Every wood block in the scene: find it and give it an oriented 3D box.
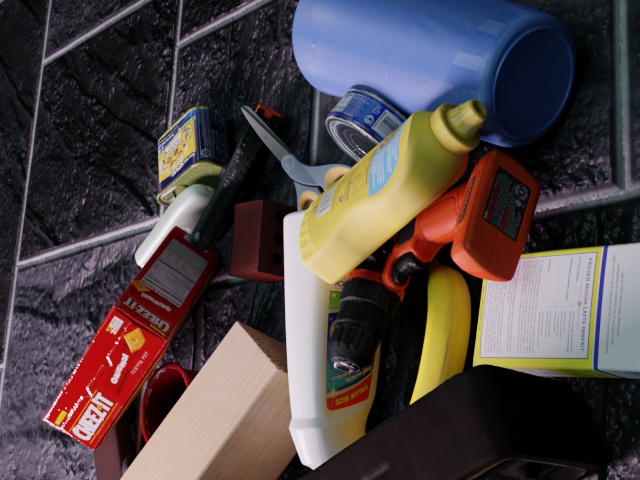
[{"bbox_3d":[-0.091,0.194,1.015,0.206,0.090,0.091,-54,41,5],"label":"wood block"}]

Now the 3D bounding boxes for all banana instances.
[{"bbox_3d":[0.097,0.106,0.896,0.070,0.037,0.198,147,134,-76],"label":"banana"}]

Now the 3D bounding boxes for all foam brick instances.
[{"bbox_3d":[-0.057,0.001,1.103,0.051,0.052,0.078,-12,71,49],"label":"foam brick"}]

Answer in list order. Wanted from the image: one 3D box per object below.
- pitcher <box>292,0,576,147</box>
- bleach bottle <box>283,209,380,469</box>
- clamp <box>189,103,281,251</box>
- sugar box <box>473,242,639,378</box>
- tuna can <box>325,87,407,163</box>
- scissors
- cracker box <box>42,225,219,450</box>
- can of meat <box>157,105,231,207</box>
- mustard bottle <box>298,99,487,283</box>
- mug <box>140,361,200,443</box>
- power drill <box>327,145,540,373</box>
[{"bbox_3d":[0.096,-0.152,0.917,0.243,0.149,0.145,31,88,48],"label":"pitcher"},{"bbox_3d":[0.016,0.101,0.959,0.068,0.102,0.251,-10,78,46],"label":"bleach bottle"},{"bbox_3d":[-0.094,-0.065,1.165,0.171,0.039,0.120,-60,9,-3],"label":"clamp"},{"bbox_3d":[0.195,0.053,0.779,0.177,0.048,0.093,-4,72,48],"label":"sugar box"},{"bbox_3d":[0.046,-0.091,0.930,0.033,0.086,0.086,-51,36,-12],"label":"tuna can"},{"bbox_3d":[-0.012,-0.083,1.072,0.096,0.016,0.202,-37,64,28],"label":"scissors"},{"bbox_3d":[-0.195,0.100,1.143,0.164,0.072,0.213,-55,5,24],"label":"cracker box"},{"bbox_3d":[-0.148,-0.095,1.243,0.102,0.057,0.084,-35,51,39],"label":"can of meat"},{"bbox_3d":[0.060,-0.048,0.844,0.192,0.058,0.096,-42,19,39],"label":"mustard bottle"},{"bbox_3d":[-0.128,0.189,1.106,0.093,0.081,0.117,-24,61,45],"label":"mug"},{"bbox_3d":[0.084,0.013,0.863,0.188,0.057,0.184,-23,40,55],"label":"power drill"}]
